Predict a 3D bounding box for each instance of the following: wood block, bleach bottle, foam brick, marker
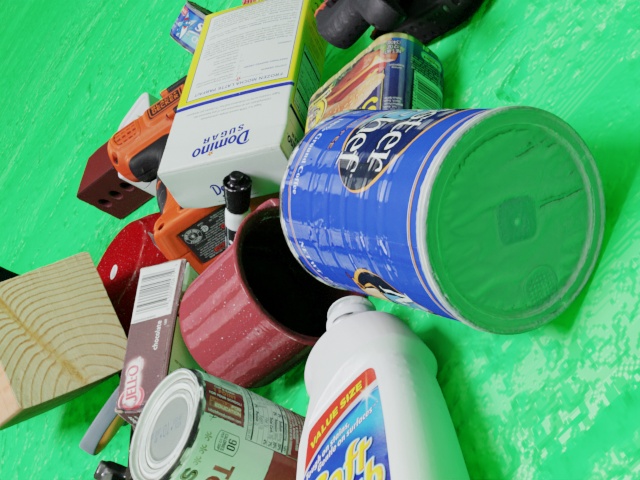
[{"bbox_3d":[-0.224,0.087,0.838,0.091,0.090,0.206,66,154,4],"label":"wood block"},{"bbox_3d":[0.024,0.124,0.507,0.103,0.068,0.251,-45,30,25],"label":"bleach bottle"},{"bbox_3d":[-0.192,-0.064,1.036,0.078,0.053,0.051,-29,42,46],"label":"foam brick"},{"bbox_3d":[-0.055,0.001,0.716,0.121,0.020,0.020,93,175,-45],"label":"marker"}]

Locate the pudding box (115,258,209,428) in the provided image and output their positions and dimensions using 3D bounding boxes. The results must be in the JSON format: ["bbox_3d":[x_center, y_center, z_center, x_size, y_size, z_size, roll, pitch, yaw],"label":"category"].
[{"bbox_3d":[-0.085,0.082,0.689,0.039,0.090,0.113,-14,47,23],"label":"pudding box"}]

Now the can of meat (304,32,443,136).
[{"bbox_3d":[0.032,-0.069,0.670,0.102,0.057,0.084,-35,36,39],"label":"can of meat"}]

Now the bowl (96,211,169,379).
[{"bbox_3d":[-0.144,0.036,0.868,0.162,0.055,0.162,-40,35,35],"label":"bowl"}]

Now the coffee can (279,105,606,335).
[{"bbox_3d":[0.055,-0.015,0.534,0.140,0.102,0.103,12,76,61],"label":"coffee can"}]

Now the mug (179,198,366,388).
[{"bbox_3d":[-0.034,0.029,0.654,0.082,0.093,0.117,-41,44,42],"label":"mug"}]

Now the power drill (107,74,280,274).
[{"bbox_3d":[-0.074,-0.071,0.820,0.184,0.057,0.188,-34,37,9],"label":"power drill"}]

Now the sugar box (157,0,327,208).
[{"bbox_3d":[-0.049,-0.102,0.754,0.093,0.048,0.176,-10,47,21],"label":"sugar box"}]

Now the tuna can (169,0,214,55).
[{"bbox_3d":[-0.086,-0.170,0.921,0.034,0.086,0.086,-57,28,12],"label":"tuna can"}]

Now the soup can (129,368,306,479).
[{"bbox_3d":[-0.043,0.117,0.579,0.069,0.102,0.068,-39,36,35],"label":"soup can"}]

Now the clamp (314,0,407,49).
[{"bbox_3d":[0.043,-0.176,0.689,0.120,0.039,0.172,-53,16,-9],"label":"clamp"}]

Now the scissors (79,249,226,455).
[{"bbox_3d":[-0.107,0.072,0.783,0.202,0.016,0.096,-53,-5,-2],"label":"scissors"}]
